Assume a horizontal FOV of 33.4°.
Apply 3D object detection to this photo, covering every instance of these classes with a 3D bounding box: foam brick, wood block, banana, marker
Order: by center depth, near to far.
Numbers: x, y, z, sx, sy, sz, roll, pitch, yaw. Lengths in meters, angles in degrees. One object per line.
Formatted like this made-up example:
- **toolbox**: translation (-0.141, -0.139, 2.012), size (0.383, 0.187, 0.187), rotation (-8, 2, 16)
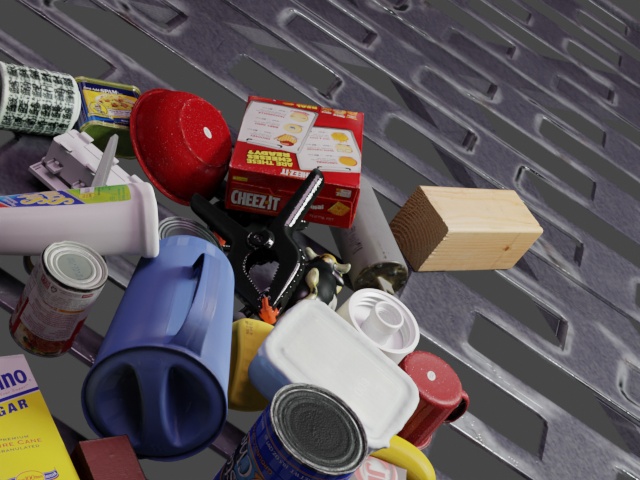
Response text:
- **foam brick**: translation (-0.190, 0.221, 0.952), size (0.051, 0.053, 0.078), rotation (0, 47, -40)
- **banana**: translation (0.051, 0.232, 1.159), size (0.197, 0.037, 0.069), rotation (24, 35, -15)
- **marker**: translation (-0.073, 0.075, 1.266), size (0.020, 0.020, 0.120), rotation (40, 34, 7)
- **wood block**: translation (0.212, -0.016, 1.558), size (0.205, 0.091, 0.090), rotation (1, 47, -41)

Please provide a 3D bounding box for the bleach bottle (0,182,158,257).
- **bleach bottle**: translation (-0.295, -0.016, 1.088), size (0.250, 0.068, 0.103), rotation (-4, 18, -12)

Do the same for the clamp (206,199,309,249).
- **clamp**: translation (-0.084, -0.026, 1.362), size (0.120, 0.039, 0.171), rotation (26, 34, 5)

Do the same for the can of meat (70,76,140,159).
- **can of meat**: translation (-0.269, -0.153, 1.348), size (0.101, 0.058, 0.084), rotation (6, 45, -35)

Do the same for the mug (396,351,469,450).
- **mug**: translation (0.120, 0.185, 1.236), size (0.117, 0.082, 0.093), rotation (17, 37, -24)

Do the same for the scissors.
- **scissors**: translation (-0.272, -0.032, 1.165), size (0.096, 0.016, 0.202), rotation (5, 66, -19)

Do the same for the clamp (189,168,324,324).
- **clamp**: translation (-0.058, 0.002, 1.224), size (0.164, 0.036, 0.210), rotation (-17, 49, 1)

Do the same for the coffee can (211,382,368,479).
- **coffee can**: translation (-0.033, 0.218, 1.011), size (0.102, 0.140, 0.103), rotation (22, 35, -17)

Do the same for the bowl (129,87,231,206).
- **bowl**: translation (-0.163, -0.127, 1.347), size (0.161, 0.055, 0.162), rotation (30, 50, -43)

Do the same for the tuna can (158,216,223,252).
- **tuna can**: translation (-0.160, 0.014, 1.253), size (0.086, 0.034, 0.086), rotation (22, 35, -17)

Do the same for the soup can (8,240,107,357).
- **soup can**: translation (-0.259, 0.058, 1.052), size (0.068, 0.102, 0.068), rotation (23, 35, -17)

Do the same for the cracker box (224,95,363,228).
- **cracker box**: translation (-0.031, -0.106, 1.395), size (0.164, 0.072, 0.213), rotation (9, 33, -2)

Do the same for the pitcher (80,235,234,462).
- **pitcher**: translation (-0.144, 0.087, 1.062), size (0.243, 0.149, 0.145), rotation (-88, 160, -61)

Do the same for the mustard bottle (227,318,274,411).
- **mustard bottle**: translation (-0.016, 0.150, 1.172), size (0.191, 0.058, 0.096), rotation (15, 67, -27)

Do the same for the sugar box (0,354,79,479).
- **sugar box**: translation (-0.277, 0.181, 0.934), size (0.093, 0.048, 0.176), rotation (-3, 50, -42)
